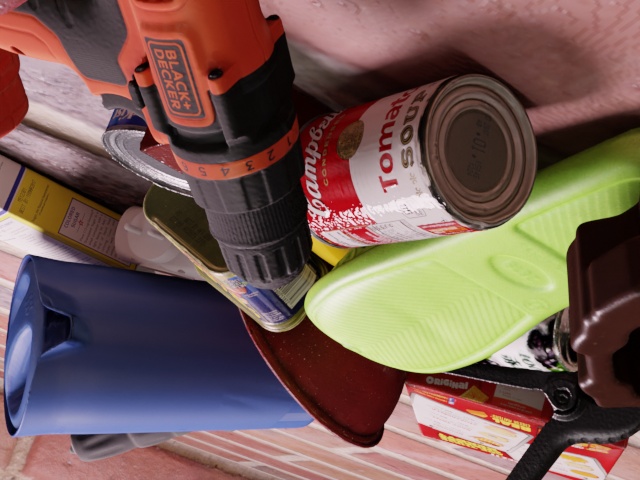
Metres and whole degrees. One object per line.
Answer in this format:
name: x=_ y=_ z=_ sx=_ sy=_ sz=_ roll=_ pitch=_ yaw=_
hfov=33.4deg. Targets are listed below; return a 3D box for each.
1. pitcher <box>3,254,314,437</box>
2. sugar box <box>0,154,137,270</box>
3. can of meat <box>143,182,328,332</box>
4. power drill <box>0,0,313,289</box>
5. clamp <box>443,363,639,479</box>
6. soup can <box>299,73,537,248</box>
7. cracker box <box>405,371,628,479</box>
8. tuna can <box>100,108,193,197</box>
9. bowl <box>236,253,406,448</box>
pitcher: x=-0.121 y=0.089 z=0.833 sx=0.242 sy=0.145 sz=0.149 roll=7 pitch=-153 yaw=-24
sugar box: x=-0.232 y=-0.024 z=0.838 sx=0.176 sy=0.048 sz=0.094 roll=32 pitch=157 yaw=-28
can of meat: x=-0.054 y=0.001 z=0.672 sx=0.102 sy=0.057 sz=0.084 roll=36 pitch=172 yaw=33
power drill: x=-0.095 y=-0.065 z=0.456 sx=0.188 sy=0.057 sz=0.184 roll=9 pitch=132 yaw=27
clamp: x=0.164 y=0.116 z=0.719 sx=0.172 sy=0.120 sz=0.039 roll=-17 pitch=176 yaw=23
soup can: x=0.039 y=-0.033 z=0.486 sx=0.068 sy=0.068 sz=0.102 roll=29 pitch=160 yaw=-30
cracker box: x=0.160 y=0.130 z=0.858 sx=0.164 sy=0.072 sz=0.213 roll=15 pitch=163 yaw=15
tuna can: x=-0.076 y=-0.055 z=0.597 sx=0.086 sy=0.033 sz=0.086 roll=17 pitch=163 yaw=5
bowl: x=0.012 y=0.063 z=0.750 sx=0.055 sy=0.162 sz=0.162 roll=-38 pitch=137 yaw=15
